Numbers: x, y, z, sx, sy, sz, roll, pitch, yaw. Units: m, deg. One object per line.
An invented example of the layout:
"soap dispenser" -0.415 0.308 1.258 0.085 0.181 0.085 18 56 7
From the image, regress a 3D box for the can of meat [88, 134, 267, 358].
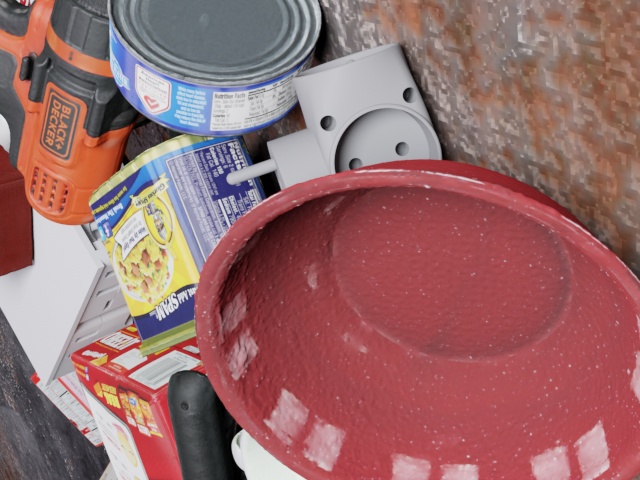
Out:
"can of meat" -0.061 0.002 0.502 0.102 0.057 0.084 -25 86 54

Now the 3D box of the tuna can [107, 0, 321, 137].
"tuna can" -0.044 -0.083 0.440 0.086 0.086 0.034 50 150 26

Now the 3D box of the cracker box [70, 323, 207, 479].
"cracker box" -0.076 0.167 0.708 0.164 0.072 0.213 5 118 60

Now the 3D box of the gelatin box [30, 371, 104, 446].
"gelatin box" -0.204 0.135 0.920 0.089 0.030 0.073 47 152 -4

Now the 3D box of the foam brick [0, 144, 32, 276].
"foam brick" -0.221 -0.019 0.684 0.053 0.051 0.078 42 139 33

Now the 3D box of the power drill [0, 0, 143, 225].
"power drill" -0.163 -0.117 0.516 0.188 0.057 0.185 31 126 11

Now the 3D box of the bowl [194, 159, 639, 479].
"bowl" 0.041 0.028 0.372 0.162 0.055 0.162 10 130 12

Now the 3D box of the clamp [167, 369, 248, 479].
"clamp" -0.058 0.132 0.566 0.039 0.120 0.171 3 90 18
